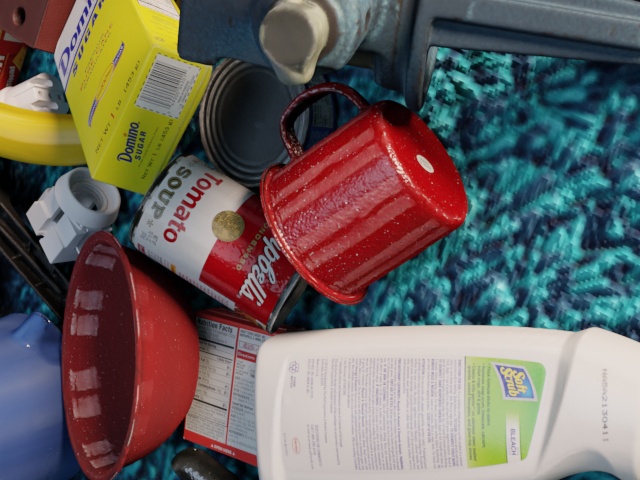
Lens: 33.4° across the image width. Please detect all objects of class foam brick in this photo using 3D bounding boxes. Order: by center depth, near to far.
[{"bbox_3d":[-0.188,-0.176,0.759,0.053,0.051,0.078,32,109,31],"label":"foam brick"}]

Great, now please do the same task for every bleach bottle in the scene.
[{"bbox_3d":[0.083,0.097,0.570,0.251,0.068,0.102,-3,90,33],"label":"bleach bottle"}]

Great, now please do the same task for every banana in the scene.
[{"bbox_3d":[-0.223,-0.090,0.748,0.197,0.037,0.070,23,128,-4],"label":"banana"}]

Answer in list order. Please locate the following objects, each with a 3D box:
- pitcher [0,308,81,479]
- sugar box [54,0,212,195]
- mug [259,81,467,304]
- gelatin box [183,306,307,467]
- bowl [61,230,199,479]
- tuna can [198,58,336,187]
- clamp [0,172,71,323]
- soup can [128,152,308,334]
[{"bbox_3d":[-0.283,0.146,0.719,0.145,0.242,0.149,-15,90,35],"label":"pitcher"},{"bbox_3d":[-0.125,-0.114,0.677,0.093,0.048,0.176,-60,36,21],"label":"sugar box"},{"bbox_3d":[0.021,-0.034,0.592,0.082,0.093,0.117,-34,79,26],"label":"mug"},{"bbox_3d":[-0.048,0.092,0.681,0.073,0.030,0.089,11,97,36],"label":"gelatin box"},{"bbox_3d":[-0.121,0.075,0.696,0.162,0.055,0.162,-7,82,60],"label":"bowl"},{"bbox_3d":[-0.033,-0.076,0.663,0.086,0.033,0.086,1,92,35],"label":"tuna can"},{"bbox_3d":[-0.249,-0.030,0.783,0.036,0.164,0.210,-40,44,2],"label":"clamp"},{"bbox_3d":[-0.054,0.001,0.639,0.102,0.068,0.069,32,110,6],"label":"soup can"}]
